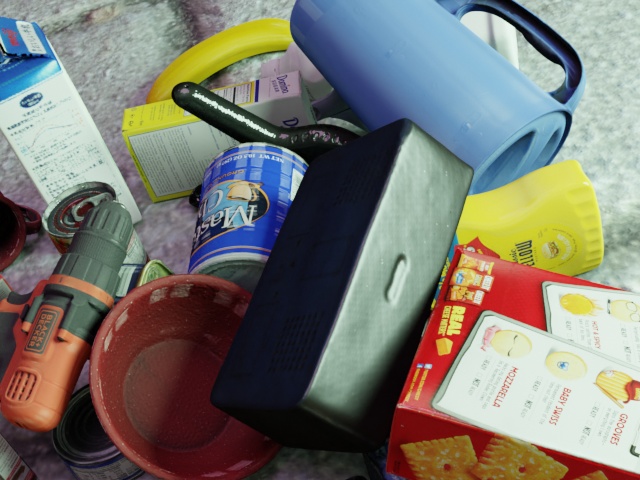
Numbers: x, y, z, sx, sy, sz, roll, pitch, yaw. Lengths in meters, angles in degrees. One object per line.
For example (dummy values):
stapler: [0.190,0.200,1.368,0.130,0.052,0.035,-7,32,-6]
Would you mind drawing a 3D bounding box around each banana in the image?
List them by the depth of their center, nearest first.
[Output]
banana: [-0.104,-0.201,1.169,0.197,0.037,0.070,-22,41,-2]

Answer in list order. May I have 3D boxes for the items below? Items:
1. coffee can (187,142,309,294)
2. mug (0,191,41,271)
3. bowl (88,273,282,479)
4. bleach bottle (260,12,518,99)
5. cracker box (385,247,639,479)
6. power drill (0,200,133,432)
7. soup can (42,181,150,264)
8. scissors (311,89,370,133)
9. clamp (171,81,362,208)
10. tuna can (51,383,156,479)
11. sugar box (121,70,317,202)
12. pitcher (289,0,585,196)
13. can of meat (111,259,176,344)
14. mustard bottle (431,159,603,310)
coffee can: [-0.056,0.001,0.894,0.103,0.103,0.140,-9,43,12]
mug: [-0.332,-0.022,1.042,0.117,0.093,0.082,-5,28,-31]
bowl: [-0.098,0.109,0.800,0.162,0.055,0.162,10,64,-20]
bleach bottle: [0.062,-0.182,1.040,0.251,0.102,0.068,-6,66,15]
cracker box: [0.166,0.101,0.680,0.214,0.072,0.164,15,39,12]
power drill: [-0.245,0.045,0.826,0.188,0.057,0.184,6,64,28]
soup can: [-0.192,0.008,0.939,0.068,0.102,0.068,-11,43,10]
scissors: [0.013,-0.114,1.040,0.202,0.096,0.016,-33,11,31]
clamp: [-0.031,-0.067,0.961,0.210,0.165,0.036,11,58,-1]
tuna can: [-0.165,0.148,0.835,0.086,0.033,0.086,-11,43,10]
sugar box: [-0.091,-0.098,1.018,0.176,0.093,0.048,-12,43,7]
pitcher: [0.092,-0.141,0.902,0.149,0.145,0.243,-25,63,-35]
can of meat: [-0.156,0.056,0.876,0.084,0.102,0.057,2,64,25]
mustard bottle: [0.119,0.007,0.828,0.191,0.096,0.058,-17,43,3]
